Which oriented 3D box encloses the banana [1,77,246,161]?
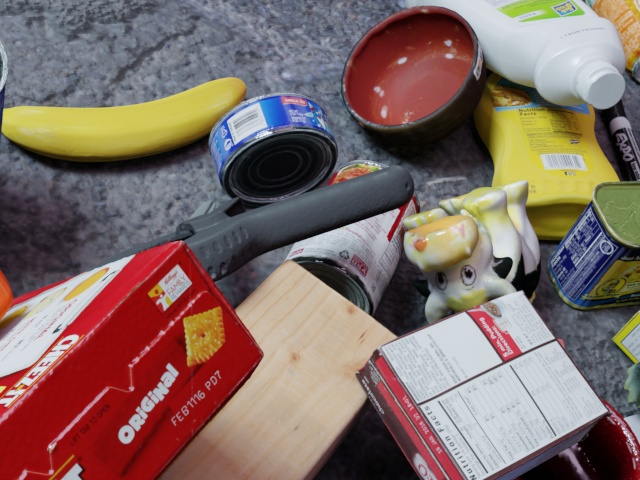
[{"bbox_3d":[-0.135,-0.087,0.749,0.197,0.037,0.070,-7,56,-25],"label":"banana"}]

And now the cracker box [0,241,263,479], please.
[{"bbox_3d":[-0.146,0.092,0.474,0.072,0.214,0.164,54,53,-16],"label":"cracker box"}]

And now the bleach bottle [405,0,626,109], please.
[{"bbox_3d":[0.154,-0.165,0.834,0.102,0.068,0.251,-18,36,-7],"label":"bleach bottle"}]

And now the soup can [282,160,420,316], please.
[{"bbox_3d":[0.020,0.004,0.713,0.068,0.069,0.102,27,49,2],"label":"soup can"}]

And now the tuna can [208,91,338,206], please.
[{"bbox_3d":[-0.032,-0.061,0.735,0.086,0.086,0.034,-4,56,-24],"label":"tuna can"}]

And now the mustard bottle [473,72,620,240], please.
[{"bbox_3d":[0.173,-0.090,0.852,0.096,0.058,0.191,0,52,-8],"label":"mustard bottle"}]

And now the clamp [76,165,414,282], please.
[{"bbox_3d":[-0.054,0.001,0.615,0.209,0.165,0.036,-28,103,-50],"label":"clamp"}]

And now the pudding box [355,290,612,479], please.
[{"bbox_3d":[0.088,0.084,0.578,0.113,0.039,0.090,-19,65,-32],"label":"pudding box"}]

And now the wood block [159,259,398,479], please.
[{"bbox_3d":[-0.052,0.116,0.579,0.090,0.091,0.205,36,49,10],"label":"wood block"}]
